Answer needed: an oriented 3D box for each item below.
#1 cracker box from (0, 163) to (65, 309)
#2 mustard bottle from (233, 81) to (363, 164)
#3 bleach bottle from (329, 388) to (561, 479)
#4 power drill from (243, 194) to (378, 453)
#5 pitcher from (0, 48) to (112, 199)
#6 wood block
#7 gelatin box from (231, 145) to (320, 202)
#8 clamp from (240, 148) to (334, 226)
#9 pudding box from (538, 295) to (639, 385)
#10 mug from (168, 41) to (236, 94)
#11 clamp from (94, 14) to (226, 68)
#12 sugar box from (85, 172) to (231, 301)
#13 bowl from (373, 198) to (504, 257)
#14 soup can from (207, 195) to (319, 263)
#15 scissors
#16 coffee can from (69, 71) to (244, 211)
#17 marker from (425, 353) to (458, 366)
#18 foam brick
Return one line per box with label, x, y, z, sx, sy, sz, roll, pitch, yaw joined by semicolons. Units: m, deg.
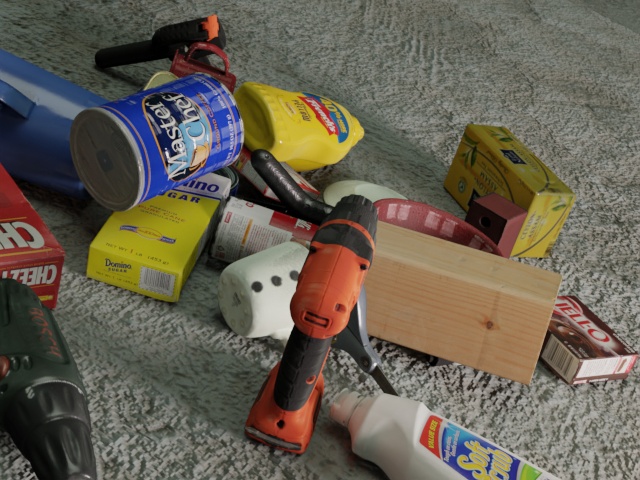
cracker box;-0.350;-0.016;0.955;0.163;0.072;0.214;-9;40;-38
mustard bottle;-0.014;-0.135;1.266;0.191;0.058;0.096;1;51;-49
bleach bottle;0.114;0.198;0.869;0.251;0.068;0.102;28;30;21
power drill;-0.004;0.068;0.891;0.057;0.188;0.184;19;31;4
pitcher;-0.334;-0.136;1.103;0.243;0.145;0.149;22;31;0
wood block;0.120;0.057;1.045;0.206;0.091;0.090;17;21;12
gelatin box;-0.053;-0.071;1.230;0.073;0.030;0.089;42;14;35
clamp;-0.016;-0.029;1.132;0.171;0.120;0.039;26;63;9
pudding box;0.266;0.104;1.134;0.089;0.039;0.114;-2;35;-32
mug;-0.150;-0.190;1.319;0.081;0.117;0.093;18;28;-10
clamp;-0.192;-0.249;1.372;0.164;0.036;0.210;-3;-3;-24
sugar box;-0.158;-0.016;1.070;0.093;0.048;0.176;17;38;2
bowl;0.119;0.016;1.172;0.162;0.055;0.162;18;24;-9
soup can;-0.057;0.001;1.093;0.102;0.069;0.068;19;30;0
scissors;0.047;0.092;0.983;0.016;0.096;0.202;-6;34;-44
coffee can;-0.160;-0.099;1.054;0.103;0.103;0.140;35;41;26
marker;0.158;0.115;1.073;0.120;0.020;0.020;1;34;-28
foam brick;0.197;-0.009;1.245;0.053;0.078;0.051;33;33;28
